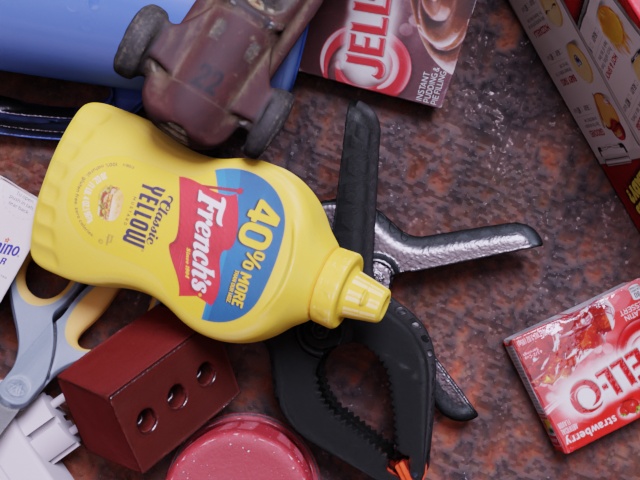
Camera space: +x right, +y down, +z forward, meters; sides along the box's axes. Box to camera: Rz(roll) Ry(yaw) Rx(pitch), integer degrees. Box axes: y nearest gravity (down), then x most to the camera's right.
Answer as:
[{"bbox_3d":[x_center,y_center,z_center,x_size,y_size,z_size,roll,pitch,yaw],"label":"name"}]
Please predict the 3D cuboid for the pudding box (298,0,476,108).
[{"bbox_3d":[0.043,-0.141,0.619,0.090,0.039,0.114,14,125,0],"label":"pudding box"}]

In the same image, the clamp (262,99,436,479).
[{"bbox_3d":[-0.007,0.048,0.598,0.165,0.036,0.210,-24,87,15],"label":"clamp"}]

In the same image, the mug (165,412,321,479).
[{"bbox_3d":[-0.055,0.148,0.588,0.117,0.081,0.093,-23,84,-4],"label":"mug"}]

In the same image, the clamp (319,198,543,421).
[{"bbox_3d":[0.035,0.034,0.627,0.171,0.039,0.120,12,84,8],"label":"clamp"}]

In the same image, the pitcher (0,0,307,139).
[{"bbox_3d":[-0.130,-0.139,0.603,0.242,0.149,0.145,11,74,-7],"label":"pitcher"}]

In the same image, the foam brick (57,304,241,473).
[{"bbox_3d":[-0.094,0.080,0.587,0.078,0.051,0.053,-38,124,-35],"label":"foam brick"}]

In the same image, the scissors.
[{"bbox_3d":[-0.175,0.066,0.588,0.096,0.016,0.201,44,57,11],"label":"scissors"}]

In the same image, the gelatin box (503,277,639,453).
[{"bbox_3d":[0.164,0.073,0.629,0.089,0.030,0.073,-25,84,-4],"label":"gelatin box"}]

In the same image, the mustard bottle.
[{"bbox_3d":[-0.054,0.001,0.562,0.192,0.058,0.096,21,91,15],"label":"mustard bottle"}]
